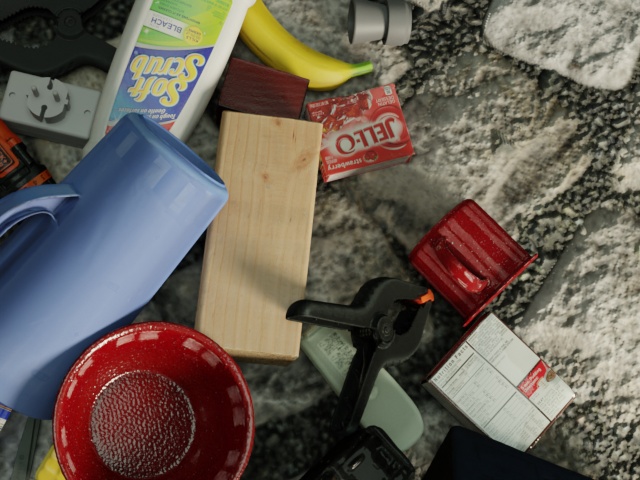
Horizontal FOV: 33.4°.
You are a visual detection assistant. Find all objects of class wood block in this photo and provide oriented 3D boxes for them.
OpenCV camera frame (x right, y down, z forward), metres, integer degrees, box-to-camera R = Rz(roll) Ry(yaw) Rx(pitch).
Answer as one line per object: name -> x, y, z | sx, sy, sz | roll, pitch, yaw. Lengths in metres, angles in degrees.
wood block -> -0.057, 0.001, 0.943 | 0.090, 0.091, 0.206 | 7, 78, -5

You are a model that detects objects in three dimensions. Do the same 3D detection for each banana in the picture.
banana -> -0.045, -0.203, 1.018 | 0.198, 0.037, 0.069 | 42, 60, 2

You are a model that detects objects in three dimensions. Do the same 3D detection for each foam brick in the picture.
foam brick -> -0.055, -0.129, 0.990 | 0.078, 0.053, 0.051 | 16, 77, -2

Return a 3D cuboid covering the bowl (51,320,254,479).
bowl -> -0.137, 0.148, 0.858 | 0.162, 0.055, 0.162 | 4, 79, -21

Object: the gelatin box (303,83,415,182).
gelatin box -> 0.037, -0.102, 1.006 | 0.089, 0.030, 0.073 | -14, 80, -9

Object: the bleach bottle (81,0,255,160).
bleach bottle -> -0.142, -0.126, 0.951 | 0.102, 0.068, 0.251 | 19, 86, -9

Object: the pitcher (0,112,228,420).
pitcher -> -0.196, 0.013, 0.862 | 0.145, 0.149, 0.243 | 41, 94, -3

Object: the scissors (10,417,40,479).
scissors -> -0.248, 0.246, 0.908 | 0.096, 0.016, 0.201 | 26, 76, -2

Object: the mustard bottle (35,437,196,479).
mustard bottle -> -0.137, 0.215, 0.905 | 0.191, 0.058, 0.096 | 33, 71, 1

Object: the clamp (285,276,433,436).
clamp -> 0.037, 0.073, 0.921 | 0.171, 0.039, 0.120 | -44, 119, -44

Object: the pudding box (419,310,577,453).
pudding box -> 0.161, 0.134, 0.967 | 0.113, 0.039, 0.090 | 44, 78, 5

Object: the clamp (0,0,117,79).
clamp -> -0.224, -0.189, 0.992 | 0.209, 0.036, 0.164 | -14, 82, -11

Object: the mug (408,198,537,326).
mug -> 0.130, 0.018, 0.952 | 0.081, 0.117, 0.093 | 46, 110, 9
